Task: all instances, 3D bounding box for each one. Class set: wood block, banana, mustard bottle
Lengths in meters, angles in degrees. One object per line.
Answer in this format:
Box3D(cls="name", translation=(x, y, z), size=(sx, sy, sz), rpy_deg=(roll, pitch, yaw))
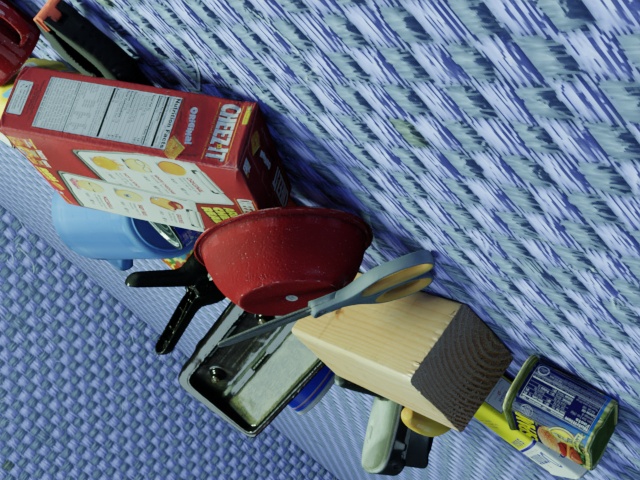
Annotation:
Box3D(cls="wood block", translation=(0.075, 0.101, 1.050), size=(0.090, 0.090, 0.206), rpy_deg=(46, 164, -30))
Box3D(cls="banana", translation=(0.119, 0.178, 1.156), size=(0.069, 0.037, 0.197), rpy_deg=(33, -168, 0))
Box3D(cls="mustard bottle", translation=(-0.278, -0.142, 1.074), size=(0.192, 0.096, 0.058), rpy_deg=(27, 134, 56))

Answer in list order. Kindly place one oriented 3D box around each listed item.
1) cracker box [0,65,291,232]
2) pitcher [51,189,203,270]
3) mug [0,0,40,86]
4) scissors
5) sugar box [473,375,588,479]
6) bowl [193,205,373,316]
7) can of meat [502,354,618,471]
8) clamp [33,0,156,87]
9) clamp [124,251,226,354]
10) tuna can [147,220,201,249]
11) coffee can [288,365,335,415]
Box3D(cls="cracker box", translation=(-0.145, -0.073, 0.930), size=(0.214, 0.072, 0.164), rpy_deg=(10, 161, 13))
Box3D(cls="pitcher", translation=(-0.229, -0.047, 1.275), size=(0.149, 0.145, 0.243), rpy_deg=(30, 167, -27))
Box3D(cls="mug", translation=(-0.325, -0.206, 1.049), size=(0.081, 0.093, 0.117), rpy_deg=(39, 150, -31))
Box3D(cls="scissors", translation=(0.015, 0.057, 0.935), size=(0.096, 0.202, 0.016), rpy_deg=(19, -132, -61))
Box3D(cls="sugar box", translation=(0.195, 0.179, 1.104), size=(0.176, 0.048, 0.093), rpy_deg=(39, 169, 0))
Box3D(cls="bowl", translation=(-0.030, 0.027, 0.948), size=(0.162, 0.055, 0.162), rpy_deg=(-5, 158, -2))
Box3D(cls="can of meat", translation=(0.217, 0.156, 0.955), size=(0.084, 0.057, 0.102), rpy_deg=(27, 164, 25))
Box3D(cls="clamp", translation=(-0.179, -0.145, 0.977), size=(0.165, 0.036, 0.209), rpy_deg=(27, 167, 31))
Box3D(cls="clamp", translation=(-0.158, 0.065, 1.338), size=(0.039, 0.171, 0.120), rpy_deg=(32, 138, 46))
Box3D(cls="tuna can", translation=(-0.161, -0.032, 1.115), size=(0.086, 0.033, 0.086), rpy_deg=(43, 164, 15))
Box3D(cls="coffee can", translation=(-0.050, 0.150, 1.427), size=(0.140, 0.102, 0.103), rpy_deg=(39, 166, -7))
